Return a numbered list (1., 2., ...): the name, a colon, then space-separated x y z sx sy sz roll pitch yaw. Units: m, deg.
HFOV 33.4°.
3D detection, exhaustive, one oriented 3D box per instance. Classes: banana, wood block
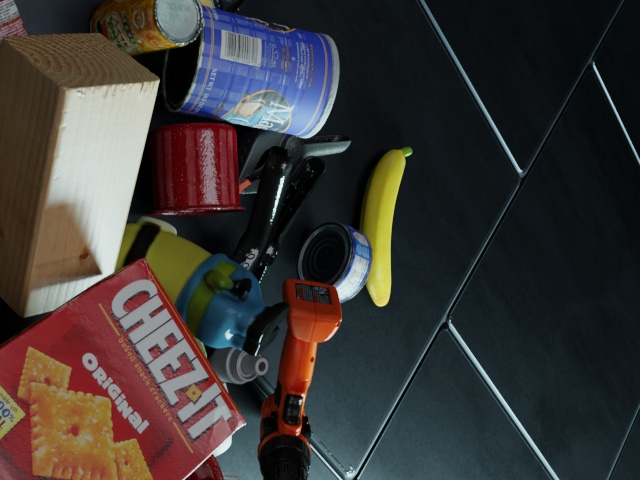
1. banana: 0.075 -0.025 1.248 0.069 0.037 0.198 20 78 -43
2. wood block: -0.209 -0.053 0.856 0.090 0.090 0.206 -14 132 -45

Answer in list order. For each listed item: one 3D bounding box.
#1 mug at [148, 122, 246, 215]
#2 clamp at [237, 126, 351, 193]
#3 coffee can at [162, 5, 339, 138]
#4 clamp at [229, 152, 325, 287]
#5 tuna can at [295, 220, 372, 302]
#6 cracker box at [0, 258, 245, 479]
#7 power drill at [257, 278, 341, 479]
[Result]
1. mug: -0.116 -0.067 1.026 0.117 0.093 0.081 1 85 -76
2. clamp: -0.032 -0.100 1.128 0.171 0.039 0.120 -47 130 -17
3. coffee can: -0.067 -0.160 1.014 0.140 0.103 0.103 8 86 -26
4. clamp: -0.057 0.001 1.074 0.210 0.036 0.164 -65 169 15
5. tuna can: 0.014 0.023 1.154 0.033 0.086 0.086 25 74 -41
6. cracker box: -0.177 0.134 0.804 0.213 0.072 0.164 -37 99 -45
7. power drill: -0.024 0.144 1.045 0.057 0.184 0.188 10 108 -9
